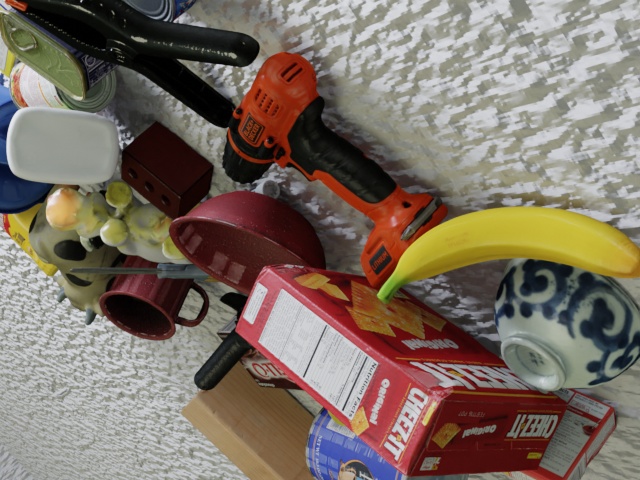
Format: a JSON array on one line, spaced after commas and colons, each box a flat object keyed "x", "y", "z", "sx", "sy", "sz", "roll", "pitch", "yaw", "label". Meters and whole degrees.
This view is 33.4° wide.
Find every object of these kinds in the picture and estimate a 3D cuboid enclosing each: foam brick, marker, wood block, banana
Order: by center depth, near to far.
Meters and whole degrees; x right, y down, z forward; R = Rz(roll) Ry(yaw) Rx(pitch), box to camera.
[{"x": 0.134, "y": 0.007, "z": 0.754, "sx": 0.198, "sy": 0.069, "sz": 0.037, "roll": -10, "pitch": 150, "yaw": 33, "label": "banana"}, {"x": -0.074, "y": -0.036, "z": 1.026, "sx": 0.020, "sy": 0.020, "sz": 0.121, "roll": 50, "pitch": 151, "yaw": -12, "label": "marker"}, {"x": -0.152, "y": -0.068, "z": 1.051, "sx": 0.078, "sy": 0.051, "sz": 0.053, "roll": 38, "pitch": 152, "yaw": 11, "label": "foam brick"}, {"x": -0.063, "y": 0.243, "z": 1.319, "sx": 0.206, "sy": 0.090, "sz": 0.090, "roll": 43, "pitch": 152, "yaw": 2, "label": "wood block"}]

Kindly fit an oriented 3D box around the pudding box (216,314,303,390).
[{"x": -0.053, "y": 0.124, "z": 1.197, "sx": 0.114, "sy": 0.039, "sz": 0.090, "roll": -4, "pitch": 127, "yaw": 55, "label": "pudding box"}]

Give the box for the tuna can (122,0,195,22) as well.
[{"x": -0.138, "y": -0.213, "z": 0.852, "sx": 0.086, "sy": 0.033, "sz": 0.086, "roll": 32, "pitch": 150, "yaw": 21, "label": "tuna can"}]

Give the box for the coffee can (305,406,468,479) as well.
[{"x": 0.069, "y": 0.227, "z": 1.109, "sx": 0.141, "sy": 0.102, "sz": 0.102, "roll": 13, "pitch": 140, "yaw": 44, "label": "coffee can"}]

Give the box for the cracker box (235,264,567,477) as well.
[{"x": 0.062, "y": 0.097, "z": 0.844, "sx": 0.163, "sy": 0.072, "sz": 0.214, "roll": 9, "pitch": -162, "yaw": -45, "label": "cracker box"}]

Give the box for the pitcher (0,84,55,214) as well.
[{"x": -0.413, "y": -0.138, "z": 1.222, "sx": 0.243, "sy": 0.144, "sz": 0.149, "roll": 26, "pitch": 115, "yaw": 36, "label": "pitcher"}]

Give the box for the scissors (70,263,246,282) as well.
[{"x": -0.149, "y": 0.034, "z": 1.097, "sx": 0.201, "sy": 0.016, "sz": 0.096, "roll": -1, "pitch": 172, "yaw": -4, "label": "scissors"}]

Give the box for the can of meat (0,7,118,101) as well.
[{"x": -0.217, "y": -0.185, "z": 0.941, "sx": 0.102, "sy": 0.083, "sz": 0.057, "roll": 35, "pitch": 151, "yaw": 16, "label": "can of meat"}]

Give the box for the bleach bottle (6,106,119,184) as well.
[{"x": -0.256, "y": -0.089, "z": 1.077, "sx": 0.102, "sy": 0.068, "sz": 0.251, "roll": 5, "pitch": -179, "yaw": -13, "label": "bleach bottle"}]

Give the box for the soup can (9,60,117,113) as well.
[{"x": -0.253, "y": -0.155, "z": 1.048, "sx": 0.102, "sy": 0.068, "sz": 0.068, "roll": 3, "pitch": 132, "yaw": 50, "label": "soup can"}]

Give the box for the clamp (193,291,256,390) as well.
[{"x": -0.074, "y": 0.093, "z": 1.106, "sx": 0.039, "sy": 0.120, "sz": 0.172, "roll": 26, "pitch": 153, "yaw": -24, "label": "clamp"}]

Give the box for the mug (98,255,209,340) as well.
[{"x": -0.183, "y": 0.060, "z": 1.223, "sx": 0.117, "sy": 0.081, "sz": 0.093, "roll": 20, "pitch": 145, "yaw": 2, "label": "mug"}]

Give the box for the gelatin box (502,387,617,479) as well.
[{"x": 0.189, "y": 0.161, "z": 0.874, "sx": 0.073, "sy": 0.089, "sz": 0.030, "roll": 22, "pitch": 147, "yaw": 36, "label": "gelatin box"}]

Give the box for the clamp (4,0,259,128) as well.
[{"x": -0.150, "y": -0.157, "z": 0.865, "sx": 0.210, "sy": 0.036, "sz": 0.165, "roll": 22, "pitch": 163, "yaw": 1, "label": "clamp"}]

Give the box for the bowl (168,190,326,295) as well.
[{"x": -0.056, "y": 0.001, "z": 0.988, "sx": 0.162, "sy": 0.055, "sz": 0.162, "roll": 21, "pitch": 157, "yaw": 9, "label": "bowl"}]

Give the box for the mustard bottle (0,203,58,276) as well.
[{"x": -0.404, "y": -0.041, "z": 1.415, "sx": 0.191, "sy": 0.058, "sz": 0.096, "roll": 46, "pitch": 152, "yaw": -3, "label": "mustard bottle"}]

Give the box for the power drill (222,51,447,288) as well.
[{"x": 0.002, "y": -0.047, "z": 0.871, "sx": 0.187, "sy": 0.057, "sz": 0.185, "roll": 42, "pitch": 155, "yaw": 2, "label": "power drill"}]
